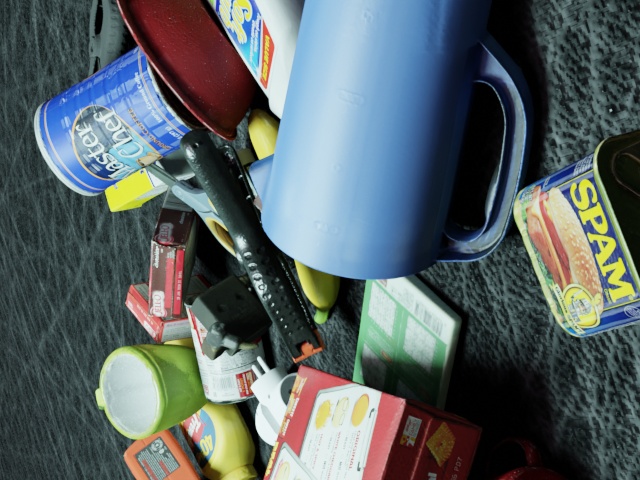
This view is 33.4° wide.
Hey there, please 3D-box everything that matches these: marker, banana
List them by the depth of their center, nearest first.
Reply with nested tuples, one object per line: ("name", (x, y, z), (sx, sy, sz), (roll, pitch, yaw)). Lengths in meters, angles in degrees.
("banana", (-0.021, -0.022, 0.913), (0.070, 0.037, 0.198), (-15, 91, 59))
("marker", (-0.048, -0.029, 0.972), (0.121, 0.020, 0.020), (64, 148, 16))

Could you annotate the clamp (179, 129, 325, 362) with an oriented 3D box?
("clamp", (-0.056, 0.001, 0.886), (0.210, 0.036, 0.164), (64, -176, 8))

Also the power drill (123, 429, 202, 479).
("power drill", (-0.135, 0.301, 1.175), (0.185, 0.057, 0.187), (42, 162, 39))

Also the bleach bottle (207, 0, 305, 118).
("bleach bottle", (-0.038, -0.183, 0.840), (0.251, 0.068, 0.103), (61, 149, 16))

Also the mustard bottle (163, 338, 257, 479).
("mustard bottle", (-0.119, 0.199, 1.162), (0.192, 0.058, 0.096), (60, 142, 22))

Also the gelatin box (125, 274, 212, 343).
("gelatin box", (-0.147, 0.071, 1.112), (0.073, 0.089, 0.030), (42, 128, 42))

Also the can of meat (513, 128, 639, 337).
("can of meat", (0.164, 0.000, 0.603), (0.084, 0.057, 0.102), (-32, 76, 62))

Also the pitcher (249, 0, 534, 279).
("pitcher", (0.051, -0.102, 0.686), (0.145, 0.149, 0.243), (-120, 33, -50))

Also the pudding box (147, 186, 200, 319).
("pudding box", (-0.148, 0.012, 1.082), (0.113, 0.039, 0.090), (-83, 2, -58))

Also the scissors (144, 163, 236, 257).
("scissors", (-0.125, -0.054, 1.025), (0.202, 0.016, 0.096), (43, 151, 13))

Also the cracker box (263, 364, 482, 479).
("cracker box", (0.022, 0.188, 0.782), (0.214, 0.072, 0.164), (0, 70, 70))

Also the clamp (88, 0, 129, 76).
("clamp", (-0.218, -0.195, 1.114), (0.120, 0.039, 0.171), (16, 104, 54))

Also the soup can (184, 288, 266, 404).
("soup can", (-0.091, 0.103, 1.059), (0.069, 0.068, 0.102), (5, 109, 58))

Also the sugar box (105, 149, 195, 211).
("sugar box", (-0.192, -0.094, 1.151), (0.176, 0.048, 0.093), (-21, 86, 61))

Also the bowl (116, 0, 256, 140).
("bowl", (-0.102, -0.166, 0.911), (0.162, 0.055, 0.162), (52, -169, -15))

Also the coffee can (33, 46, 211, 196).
("coffee can", (-0.183, -0.117, 1.007), (0.140, 0.102, 0.103), (-25, 81, 23))
